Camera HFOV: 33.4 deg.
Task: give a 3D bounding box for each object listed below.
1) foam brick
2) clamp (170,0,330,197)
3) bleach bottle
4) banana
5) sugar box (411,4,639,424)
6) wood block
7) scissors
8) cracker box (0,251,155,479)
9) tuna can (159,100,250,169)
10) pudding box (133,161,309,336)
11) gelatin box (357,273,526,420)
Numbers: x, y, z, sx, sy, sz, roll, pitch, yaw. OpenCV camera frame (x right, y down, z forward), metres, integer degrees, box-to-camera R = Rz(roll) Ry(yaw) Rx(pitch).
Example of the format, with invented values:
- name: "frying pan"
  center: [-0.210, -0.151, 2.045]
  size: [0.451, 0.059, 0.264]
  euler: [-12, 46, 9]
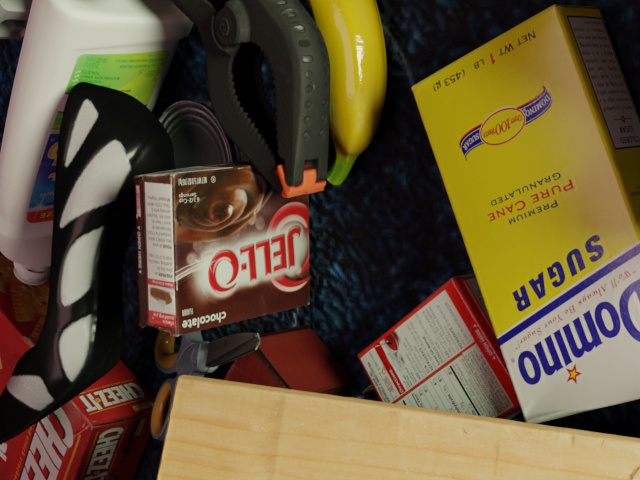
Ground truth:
- name: "foam brick"
  center: [-0.027, 0.099, 0.650]
  size: [0.051, 0.052, 0.078]
  euler: [49, 127, 29]
- name: "clamp"
  center: [-0.047, -0.123, 0.608]
  size: [0.165, 0.036, 0.210]
  euler: [-16, 88, 52]
- name: "bleach bottle"
  center: [-0.172, -0.067, 0.753]
  size: [0.068, 0.102, 0.251]
  euler: [54, 135, 33]
- name: "banana"
  center: [0.001, -0.133, 0.600]
  size: [0.070, 0.037, 0.198]
  euler: [-17, 84, 43]
- name: "sugar box"
  center: [0.113, -0.010, 0.500]
  size: [0.094, 0.048, 0.176]
  euler: [-27, 76, 44]
- name: "wood block"
  center: [0.037, 0.123, 0.486]
  size: [0.206, 0.090, 0.091]
  euler: [6, 76, 15]
- name: "scissors"
  center: [-0.077, 0.091, 0.664]
  size: [0.202, 0.016, 0.096]
  euler: [-170, 90, -69]
- name: "cracker box"
  center: [-0.233, 0.129, 0.847]
  size: [0.214, 0.071, 0.164]
  euler: [42, 124, 32]
- name: "tuna can"
  center: [-0.073, -0.047, 0.688]
  size: [0.086, 0.033, 0.086]
  euler: [8, 101, 44]
- name: "pudding box"
  center: [-0.054, 0.001, 0.621]
  size: [0.039, 0.113, 0.090]
  euler: [6, 101, 43]
- name: "gelatin box"
  center: [0.069, 0.070, 0.567]
  size: [0.089, 0.030, 0.073]
  euler: [-44, 67, 39]
